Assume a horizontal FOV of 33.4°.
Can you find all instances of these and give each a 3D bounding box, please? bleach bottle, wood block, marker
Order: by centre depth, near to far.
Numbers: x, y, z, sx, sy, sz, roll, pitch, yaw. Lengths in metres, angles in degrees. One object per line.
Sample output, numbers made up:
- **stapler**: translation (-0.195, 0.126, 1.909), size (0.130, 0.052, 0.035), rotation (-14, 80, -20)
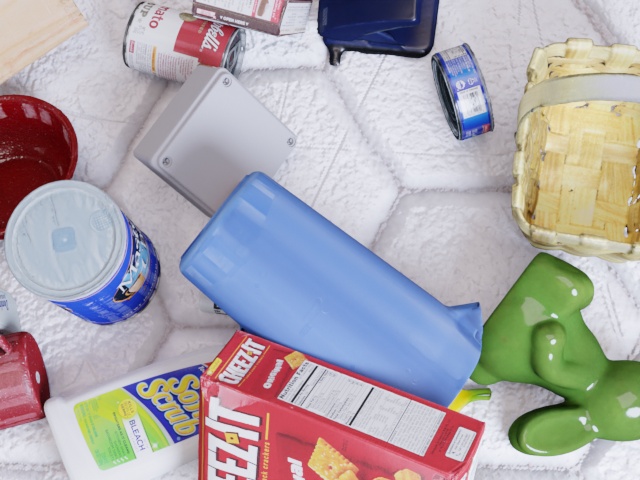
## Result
- **bleach bottle**: translation (-0.110, 0.138, 0.953), size (0.250, 0.068, 0.102), rotation (-24, 73, -4)
- **marker**: translation (-0.053, 0.063, 0.975), size (0.121, 0.020, 0.020), rotation (7, 77, 17)
- **wood block**: translation (-0.338, -0.195, 1.015), size (0.206, 0.090, 0.091), rotation (-35, 36, -4)

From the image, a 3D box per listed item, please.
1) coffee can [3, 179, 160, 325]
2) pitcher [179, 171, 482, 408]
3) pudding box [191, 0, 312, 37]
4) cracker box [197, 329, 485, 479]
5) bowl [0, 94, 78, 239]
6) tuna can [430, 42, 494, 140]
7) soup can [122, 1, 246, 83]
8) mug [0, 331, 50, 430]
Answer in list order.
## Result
- **coffee can**: translation (-0.207, 0.015, 0.947), size (0.103, 0.140, 0.103), rotation (-1, 77, 4)
- **pitcher**: translation (-0.001, 0.064, 0.887), size (0.243, 0.145, 0.149), rotation (39, 55, -4)
- **pudding box**: translation (-0.063, -0.221, 1.006), size (0.090, 0.113, 0.039), rotation (15, 107, 8)
- **cracker box**: translation (0.009, 0.184, 0.842), size (0.214, 0.164, 0.072), rotation (19, 37, 17)
- **bowl**: translation (-0.298, -0.058, 1.002), size (0.162, 0.055, 0.162), rotation (-4, 59, 6)
- **tuna can**: translation (0.130, -0.136, 0.985), size (0.034, 0.086, 0.086), rotation (-18, 76, 1)
- **soup can**: translation (-0.130, -0.184, 1.024), size (0.102, 0.068, 0.068), rotation (17, 79, 8)
- **mug**: translation (-0.293, 0.120, 0.947), size (0.081, 0.117, 0.093), rotation (-14, 40, -4)
